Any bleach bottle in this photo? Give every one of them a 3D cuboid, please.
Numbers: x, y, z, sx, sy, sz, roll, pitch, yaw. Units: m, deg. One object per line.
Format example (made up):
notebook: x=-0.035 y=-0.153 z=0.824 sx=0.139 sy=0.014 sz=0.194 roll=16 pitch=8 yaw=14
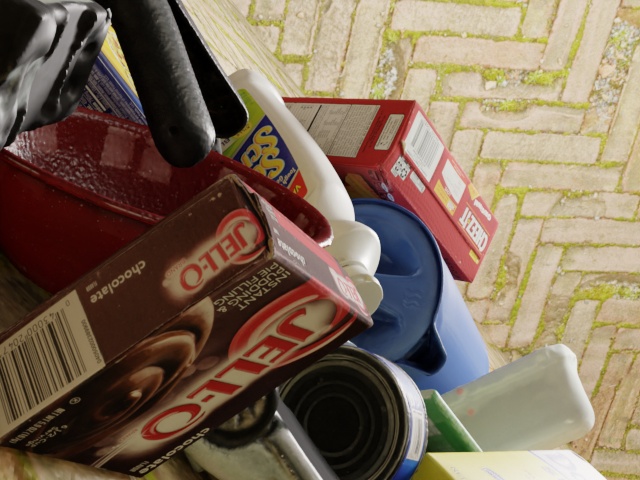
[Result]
bleach bottle: x=-0.023 y=-0.028 z=0.731 sx=0.068 sy=0.102 sz=0.251 roll=50 pitch=-1 yaw=-40

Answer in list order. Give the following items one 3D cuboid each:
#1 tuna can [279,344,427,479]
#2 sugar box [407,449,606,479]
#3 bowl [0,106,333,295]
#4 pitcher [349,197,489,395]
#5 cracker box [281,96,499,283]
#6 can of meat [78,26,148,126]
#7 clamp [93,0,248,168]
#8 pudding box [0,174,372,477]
tuna can: x=0.011 y=0.098 z=0.563 sx=0.086 sy=0.086 sz=0.033 roll=58 pitch=10 yaw=24
sugar box: x=0.127 y=0.163 z=0.608 sx=0.175 sy=0.048 sz=0.093 roll=9 pitch=27 yaw=-50
bowl: x=-0.079 y=-0.008 z=0.447 sx=0.162 sy=0.055 sz=0.162 roll=21 pitch=13 yaw=-5
pitcher: x=0.053 y=0.066 z=0.851 sx=0.242 sy=0.145 sz=0.149 roll=48 pitch=39 yaw=-61
cracker box: x=0.018 y=-0.044 z=0.894 sx=0.214 sy=0.072 sz=0.164 roll=7 pitch=-29 yaw=40
can of meat: x=-0.135 y=-0.092 z=0.628 sx=0.084 sy=0.057 sz=0.102 roll=53 pitch=7 yaw=-20
clamp: x=-0.081 y=-0.108 z=0.467 sx=0.171 sy=0.039 sz=0.120 roll=60 pitch=4 yaw=-17
pudding box: x=-0.048 y=0.035 z=0.370 sx=0.039 sy=0.113 sz=0.090 roll=63 pitch=12 yaw=28
